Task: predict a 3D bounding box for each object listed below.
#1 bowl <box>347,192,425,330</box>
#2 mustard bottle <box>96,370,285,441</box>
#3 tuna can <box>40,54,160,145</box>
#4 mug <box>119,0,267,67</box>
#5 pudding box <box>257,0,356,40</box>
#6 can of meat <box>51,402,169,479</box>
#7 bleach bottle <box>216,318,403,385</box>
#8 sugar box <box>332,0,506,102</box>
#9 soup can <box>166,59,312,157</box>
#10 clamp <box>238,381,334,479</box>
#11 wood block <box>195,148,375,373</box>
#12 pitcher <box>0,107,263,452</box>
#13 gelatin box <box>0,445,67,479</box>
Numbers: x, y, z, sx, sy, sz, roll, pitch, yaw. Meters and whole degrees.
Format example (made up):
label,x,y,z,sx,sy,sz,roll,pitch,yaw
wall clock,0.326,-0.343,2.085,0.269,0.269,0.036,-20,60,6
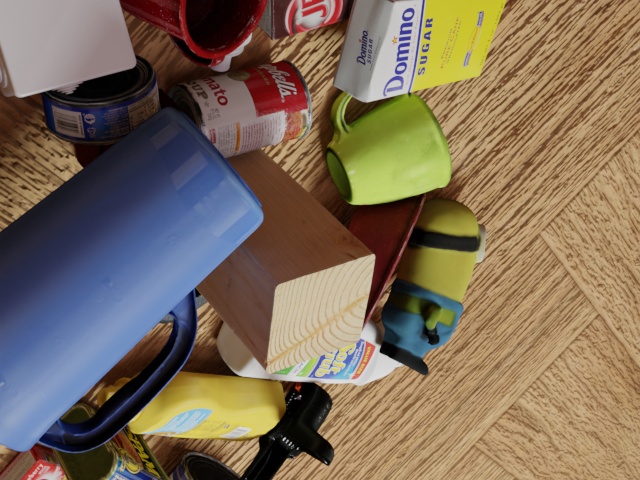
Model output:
label,x,y,z,sx,sy,sz,roll,pitch,yaw
bowl,0.044,0.015,1.040,0.162,0.055,0.162,32,83,-89
mustard bottle,-0.132,0.160,1.036,0.191,0.058,0.096,13,148,-44
tuna can,-0.162,-0.106,0.786,0.086,0.086,0.034,-21,132,-25
mug,-0.095,-0.179,0.772,0.093,0.082,0.117,-43,146,-30
pudding box,-0.008,-0.224,0.851,0.089,0.039,0.113,-22,135,-25
can of meat,-0.199,0.208,1.000,0.057,0.102,0.083,-44,137,0
bleach bottle,0.012,0.102,1.117,0.250,0.068,0.103,13,116,-47
sugar box,0.091,-0.180,0.934,0.175,0.048,0.093,-23,138,-47
soup can,-0.067,-0.105,0.878,0.102,0.069,0.068,-17,132,-28
clamp,-0.040,0.209,1.084,0.165,0.210,0.036,-41,101,18
wood block,-0.056,0.002,0.868,0.090,0.206,0.090,-16,131,-30
pitcher,-0.155,0.029,0.752,0.243,0.145,0.149,-41,160,-4
gelatin box,-0.275,0.242,1.018,0.089,0.030,0.073,-49,139,3
